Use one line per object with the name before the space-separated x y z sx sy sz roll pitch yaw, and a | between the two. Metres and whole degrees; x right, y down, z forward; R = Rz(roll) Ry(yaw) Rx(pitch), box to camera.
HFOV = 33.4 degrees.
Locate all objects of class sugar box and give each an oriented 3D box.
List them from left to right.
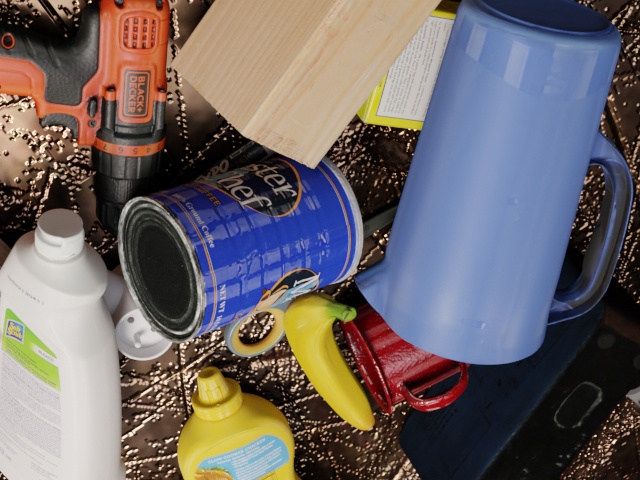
sugar box | 0.118 -0.126 0.796 0.176 0.048 0.093 5 116 -22

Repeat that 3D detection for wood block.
wood block | 0.009 -0.163 0.705 0.206 0.091 0.090 -53 147 12

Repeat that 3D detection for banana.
banana | 0.005 0.092 0.849 0.037 0.070 0.198 -38 149 -15

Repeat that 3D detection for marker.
marker | -0.080 -0.045 0.793 0.121 0.020 0.020 -34 120 2

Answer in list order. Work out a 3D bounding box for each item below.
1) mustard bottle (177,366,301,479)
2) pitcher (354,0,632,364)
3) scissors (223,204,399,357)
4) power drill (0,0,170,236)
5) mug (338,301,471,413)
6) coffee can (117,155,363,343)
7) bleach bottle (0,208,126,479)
mustard bottle | -0.066 0.185 0.887 0.096 0.058 0.191 -20 119 -7
pitcher | 0.133 -0.044 0.747 0.148 0.145 0.243 -23 134 -46
scissors | -0.006 0.033 0.855 0.201 0.016 0.096 -17 120 -7
power drill | -0.196 -0.084 0.717 0.187 0.057 0.184 -2 118 -21
mug | 0.075 0.087 0.850 0.081 0.117 0.093 -25 132 -9
coffee can | -0.055 0.001 0.746 0.140 0.103 0.103 -20 123 -36
bleach bottle | -0.180 0.086 0.748 0.103 0.068 0.251 29 132 17
